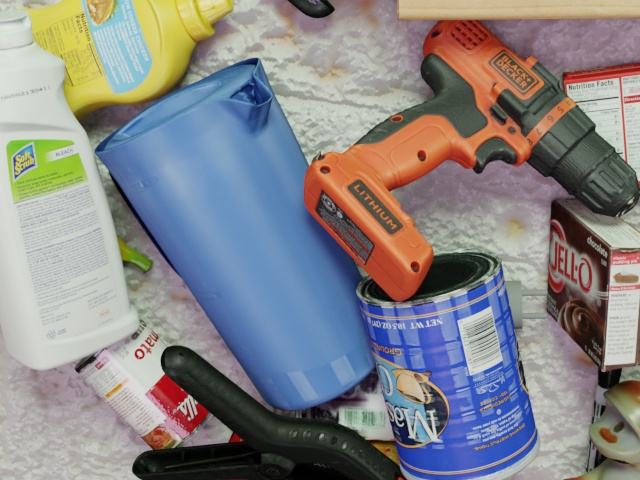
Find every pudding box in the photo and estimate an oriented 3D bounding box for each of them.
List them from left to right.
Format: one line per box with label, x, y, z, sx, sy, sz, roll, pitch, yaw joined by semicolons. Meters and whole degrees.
pudding box;0.195;0.028;0.753;0.039;0.113;0.090;-6;109;-9

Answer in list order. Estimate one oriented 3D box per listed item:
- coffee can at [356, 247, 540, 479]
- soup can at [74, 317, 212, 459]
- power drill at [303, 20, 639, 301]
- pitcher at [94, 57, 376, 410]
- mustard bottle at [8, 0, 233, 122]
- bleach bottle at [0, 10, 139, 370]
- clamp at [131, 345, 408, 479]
coffee can;0.090;0.088;0.750;0.103;0.102;0.140;-11;105;13
soup can;-0.140;0.117;0.863;0.069;0.068;0.102;-40;99;19
power drill;0.097;-0.045;0.708;0.187;0.057;0.184;-39;75;-23
pitcher;-0.055;0.001;0.786;0.145;0.149;0.243;-28;107;2
mustard bottle;-0.153;-0.143;0.777;0.192;0.058;0.096;-18;91;15
bleach bottle;-0.195;-0.037;0.759;0.068;0.102;0.251;22;124;42
clamp;-0.039;0.161;0.794;0.210;0.036;0.165;22;137;-9
